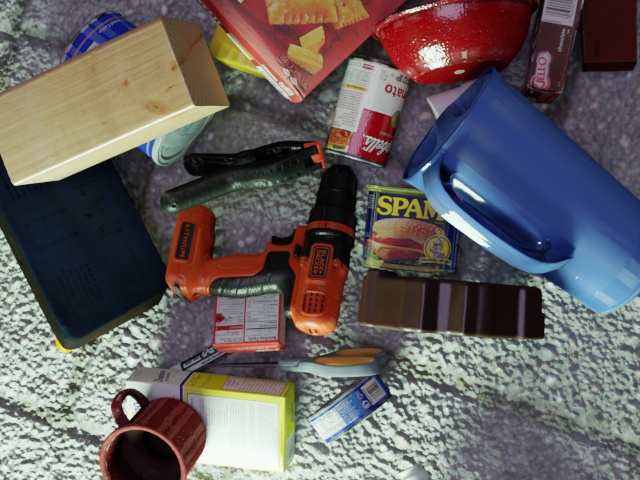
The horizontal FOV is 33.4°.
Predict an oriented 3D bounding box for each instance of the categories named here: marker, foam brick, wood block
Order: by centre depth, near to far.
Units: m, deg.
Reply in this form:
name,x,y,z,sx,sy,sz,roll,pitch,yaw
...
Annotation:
name,x,y,z,sx,sy,sz,roll,pitch,yaw
wood block,-0.208,-0.133,1.035,0.206,0.090,0.090,-21,90,18
foam brick,0.284,-0.209,1.052,0.053,0.051,0.078,1,90,13
marker,-0.109,0.120,1.157,0.121,0.020,0.020,-29,85,11

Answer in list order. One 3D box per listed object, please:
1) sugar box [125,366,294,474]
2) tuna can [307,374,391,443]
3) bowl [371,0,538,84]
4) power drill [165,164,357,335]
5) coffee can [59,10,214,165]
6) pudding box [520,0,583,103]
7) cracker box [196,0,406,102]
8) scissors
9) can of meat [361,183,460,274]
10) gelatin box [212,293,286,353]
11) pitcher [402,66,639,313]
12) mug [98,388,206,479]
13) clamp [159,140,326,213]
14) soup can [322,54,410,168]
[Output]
name,x,y,z,sx,sy,sz,roll,pitch,yaw
sugar box,-0.117,0.190,1.138,0.176,0.048,0.093,6,108,14
tuna can,0.030,0.170,1.093,0.086,0.086,0.034,-37,85,10
bowl,0.132,-0.188,1.027,0.162,0.162,0.055,-8,86,12
power drill,-0.057,0.001,1.107,0.188,0.057,0.184,4,67,15
coffee can,-0.192,-0.161,1.130,0.140,0.102,0.103,38,98,10
pudding box,0.225,-0.194,1.045,0.039,0.090,0.113,13,92,5
cracker box,-0.004,-0.267,1.057,0.213,0.072,0.164,-44,104,-4
scissors,-0.016,0.127,1.125,0.202,0.096,0.016,-2,95,37
can of meat,0.094,-0.012,1.093,0.102,0.057,0.084,6,94,12
gelatin box,-0.074,0.074,1.130,0.073,0.030,0.089,-4,67,12
pitcher,0.204,-0.035,1.005,0.243,0.145,0.149,37,86,-6
mug,-0.173,0.202,1.087,0.093,0.081,0.117,-31,97,21
clamp,-0.080,-0.076,1.110,0.171,0.120,0.039,-12,120,3
soup can,0.048,-0.132,1.095,0.068,0.068,0.102,17,94,11
